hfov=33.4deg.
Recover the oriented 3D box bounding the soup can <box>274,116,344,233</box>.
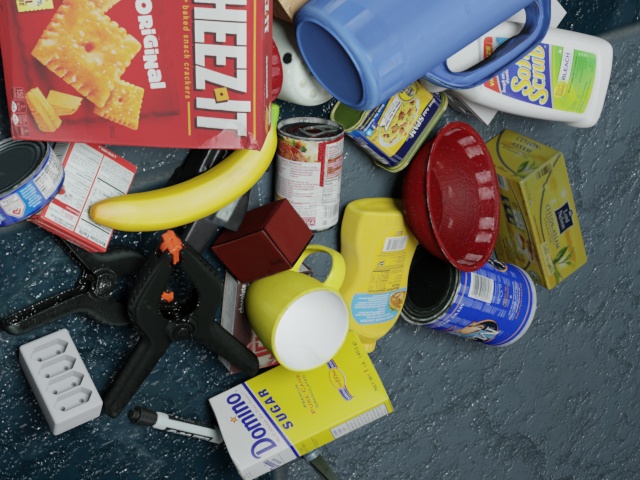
[{"bbox_3d":[-0.012,-0.066,1.078,0.068,0.069,0.102,-12,119,-31],"label":"soup can"}]

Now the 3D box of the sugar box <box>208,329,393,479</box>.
[{"bbox_3d":[-0.022,0.175,1.138,0.176,0.093,0.048,-25,148,-4],"label":"sugar box"}]

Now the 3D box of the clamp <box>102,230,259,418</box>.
[{"bbox_3d":[-0.129,0.079,1.035,0.164,0.036,0.210,-10,130,-24],"label":"clamp"}]

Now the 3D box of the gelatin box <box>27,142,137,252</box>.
[{"bbox_3d":[-0.213,-0.043,0.954,0.073,0.030,0.089,33,69,-41],"label":"gelatin box"}]

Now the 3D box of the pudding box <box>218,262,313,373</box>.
[{"bbox_3d":[-0.059,0.080,1.135,0.089,0.039,0.113,-9,116,-31],"label":"pudding box"}]

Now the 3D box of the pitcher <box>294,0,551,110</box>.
[{"bbox_3d":[0.103,-0.214,0.955,0.242,0.149,0.145,-39,163,-17],"label":"pitcher"}]

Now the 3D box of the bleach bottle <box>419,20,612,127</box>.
[{"bbox_3d":[0.185,-0.172,1.088,0.250,0.068,0.103,-1,110,-33],"label":"bleach bottle"}]

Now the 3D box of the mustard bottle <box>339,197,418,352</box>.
[{"bbox_3d":[0.055,0.050,1.189,0.096,0.058,0.192,-6,115,-40],"label":"mustard bottle"}]

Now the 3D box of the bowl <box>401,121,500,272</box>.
[{"bbox_3d":[0.134,-0.045,1.148,0.161,0.055,0.162,10,77,-54],"label":"bowl"}]

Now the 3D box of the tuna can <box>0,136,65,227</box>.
[{"bbox_3d":[-0.259,-0.051,0.898,0.086,0.086,0.033,-38,130,-15],"label":"tuna can"}]

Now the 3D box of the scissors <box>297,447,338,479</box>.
[{"bbox_3d":[-0.026,0.237,1.150,0.096,0.202,0.016,-28,109,6],"label":"scissors"}]

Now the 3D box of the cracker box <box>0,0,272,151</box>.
[{"bbox_3d":[-0.148,-0.161,0.864,0.213,0.072,0.164,3,115,3],"label":"cracker box"}]

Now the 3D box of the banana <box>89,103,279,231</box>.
[{"bbox_3d":[-0.113,-0.052,0.973,0.197,0.037,0.069,-33,119,-14],"label":"banana"}]

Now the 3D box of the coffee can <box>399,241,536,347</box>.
[{"bbox_3d":[0.169,0.062,1.247,0.140,0.103,0.103,18,101,-40],"label":"coffee can"}]

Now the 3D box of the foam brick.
[{"bbox_3d":[-0.057,0.001,1.058,0.053,0.078,0.051,52,46,-22],"label":"foam brick"}]

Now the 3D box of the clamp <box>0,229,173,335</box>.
[{"bbox_3d":[-0.213,0.029,1.001,0.171,0.039,0.120,2,106,-43],"label":"clamp"}]

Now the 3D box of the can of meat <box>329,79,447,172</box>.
[{"bbox_3d":[0.070,-0.136,1.111,0.083,0.058,0.102,35,90,-39],"label":"can of meat"}]

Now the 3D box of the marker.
[{"bbox_3d":[-0.152,0.197,1.139,0.120,0.020,0.020,24,97,-40],"label":"marker"}]
